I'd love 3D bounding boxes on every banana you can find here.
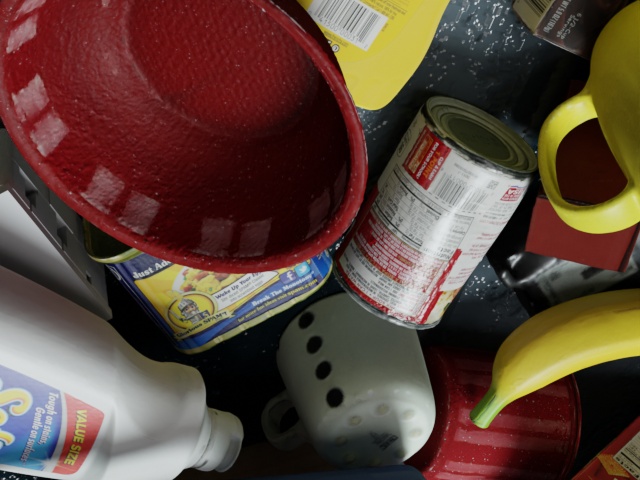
[{"bbox_3d":[0.176,0.056,0.599,0.197,0.037,0.070,-8,137,-14],"label":"banana"}]

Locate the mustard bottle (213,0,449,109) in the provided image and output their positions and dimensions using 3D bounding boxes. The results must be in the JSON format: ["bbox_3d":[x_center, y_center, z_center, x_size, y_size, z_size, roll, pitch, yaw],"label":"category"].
[{"bbox_3d":[0.042,-0.152,0.443,0.096,0.058,0.192,27,116,-25],"label":"mustard bottle"}]

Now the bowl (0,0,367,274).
[{"bbox_3d":[-0.051,-0.061,0.437,0.162,0.055,0.162,13,137,12],"label":"bowl"}]

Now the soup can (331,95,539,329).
[{"bbox_3d":[0.058,-0.014,0.549,0.068,0.068,0.102,15,121,-26],"label":"soup can"}]

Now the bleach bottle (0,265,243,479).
[{"bbox_3d":[-0.139,0.055,0.470,0.250,0.068,0.103,23,120,-32],"label":"bleach bottle"}]

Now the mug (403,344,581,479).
[{"bbox_3d":[0.093,0.112,0.653,0.081,0.093,0.117,10,155,-17],"label":"mug"}]

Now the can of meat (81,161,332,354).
[{"bbox_3d":[-0.053,0.001,0.537,0.102,0.057,0.084,-27,131,5],"label":"can of meat"}]
